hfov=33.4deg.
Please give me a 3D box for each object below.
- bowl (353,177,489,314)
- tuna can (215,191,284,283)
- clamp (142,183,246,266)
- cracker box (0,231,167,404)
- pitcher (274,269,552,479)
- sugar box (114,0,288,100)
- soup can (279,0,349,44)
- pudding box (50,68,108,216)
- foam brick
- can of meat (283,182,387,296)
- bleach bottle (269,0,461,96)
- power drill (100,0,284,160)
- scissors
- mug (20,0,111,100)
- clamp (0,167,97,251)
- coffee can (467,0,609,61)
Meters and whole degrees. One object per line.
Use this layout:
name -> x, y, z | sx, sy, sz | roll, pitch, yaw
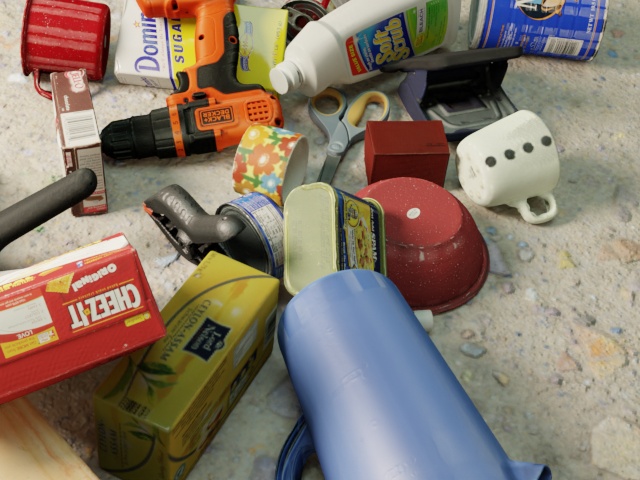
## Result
bowl -> 0.081, -0.008, 0.983 | 0.162, 0.055, 0.162 | 3, 46, -3
tuna can -> -0.056, 0.001, 0.938 | 0.033, 0.086, 0.086 | -26, 53, -30
clamp -> -0.103, -0.007, 0.923 | 0.039, 0.120, 0.172 | -32, 52, -27
cracker box -> -0.205, 0.056, 0.780 | 0.164, 0.072, 0.214 | -21, 7, -11
pitcher -> 0.044, 0.142, 0.791 | 0.149, 0.145, 0.243 | -2, 41, -25
sugar box -> -0.126, -0.207, 1.137 | 0.176, 0.048, 0.093 | 6, 80, -2
soup can -> -0.005, -0.273, 1.227 | 0.068, 0.068, 0.102 | 14, 45, 7
pudding box -> -0.228, -0.093, 1.010 | 0.039, 0.090, 0.113 | -8, 47, -12
foam brick -> 0.084, -0.084, 1.061 | 0.078, 0.051, 0.053 | 0, 46, -6
can of meat -> 0.012, 0.007, 0.908 | 0.058, 0.083, 0.102 | -9, 76, 30
bleach bottle -> 0.047, -0.214, 1.153 | 0.250, 0.102, 0.068 | -33, 53, -31
power drill -> -0.140, -0.175, 1.076 | 0.184, 0.057, 0.187 | -9, 78, -6
scissors -> 0.002, -0.102, 1.096 | 0.096, 0.016, 0.201 | 24, 48, 20
mug -> -0.268, -0.203, 1.125 | 0.081, 0.093, 0.117 | 7, 76, -6
clamp -> -0.312, -0.001, 0.932 | 0.165, 0.036, 0.209 | 11, 50, 41
coffee can -> 0.246, -0.263, 1.219 | 0.140, 0.103, 0.102 | 6, 45, 0
